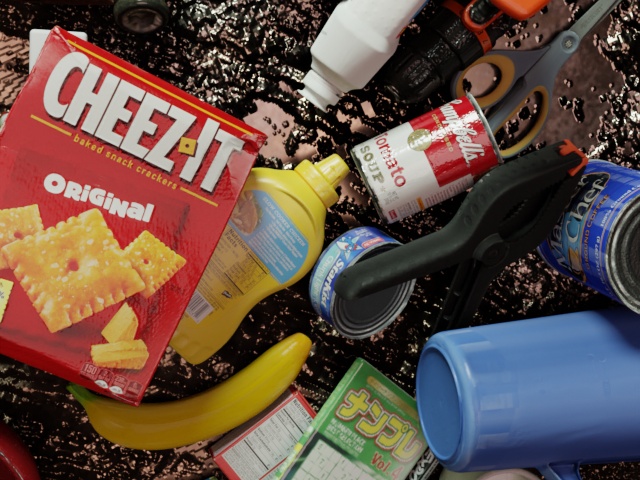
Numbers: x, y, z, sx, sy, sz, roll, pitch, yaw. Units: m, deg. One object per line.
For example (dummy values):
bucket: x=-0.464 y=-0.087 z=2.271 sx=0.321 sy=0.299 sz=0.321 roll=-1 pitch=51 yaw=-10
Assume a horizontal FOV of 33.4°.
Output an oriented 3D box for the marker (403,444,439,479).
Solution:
marker: x=0.089 y=0.190 z=0.908 sx=0.020 sy=0.020 sz=0.121 roll=35 pitch=93 yaw=-15

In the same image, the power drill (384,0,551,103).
power drill: x=0.126 y=-0.176 z=0.759 sx=0.184 sy=0.188 sz=0.057 roll=-45 pitch=94 yaw=-4

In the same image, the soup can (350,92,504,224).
soup can: x=0.082 y=-0.062 z=0.825 sx=0.102 sy=0.068 sz=0.068 roll=-24 pitch=105 yaw=4

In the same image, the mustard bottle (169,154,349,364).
mustard bottle: x=-0.056 y=0.001 z=0.822 sx=0.191 sy=0.058 sz=0.096 roll=-40 pitch=107 yaw=-1

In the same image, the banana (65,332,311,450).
banana: x=-0.098 y=0.127 z=0.850 sx=0.197 sy=0.037 sz=0.069 roll=-11 pitch=104 yaw=-9

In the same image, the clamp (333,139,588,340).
clamp: x=0.115 y=0.001 z=0.816 sx=0.210 sy=0.036 sz=0.164 roll=-49 pitch=138 yaw=13

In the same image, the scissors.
scissors: x=0.178 y=-0.162 z=0.859 sx=0.096 sy=0.016 sz=0.202 roll=30 pitch=94 yaw=-15

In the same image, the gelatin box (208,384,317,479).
gelatin box: x=-0.034 y=0.174 z=0.875 sx=0.089 sy=0.030 sz=0.073 roll=-38 pitch=105 yaw=-5

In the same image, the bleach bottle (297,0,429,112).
bleach bottle: x=0.068 y=-0.205 z=0.797 sx=0.068 sy=0.102 sz=0.251 roll=36 pitch=99 yaw=-6

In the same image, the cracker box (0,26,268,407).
cracker box: x=-0.156 y=-0.014 z=0.735 sx=0.164 sy=0.072 sz=0.214 roll=26 pitch=89 yaw=-16

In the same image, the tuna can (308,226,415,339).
tuna can: x=0.033 y=0.033 z=0.839 sx=0.086 sy=0.034 sz=0.086 roll=-22 pitch=129 yaw=-30

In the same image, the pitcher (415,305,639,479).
pitcher: x=0.206 y=0.127 z=0.842 sx=0.242 sy=0.149 sz=0.145 roll=-4 pitch=116 yaw=-16
